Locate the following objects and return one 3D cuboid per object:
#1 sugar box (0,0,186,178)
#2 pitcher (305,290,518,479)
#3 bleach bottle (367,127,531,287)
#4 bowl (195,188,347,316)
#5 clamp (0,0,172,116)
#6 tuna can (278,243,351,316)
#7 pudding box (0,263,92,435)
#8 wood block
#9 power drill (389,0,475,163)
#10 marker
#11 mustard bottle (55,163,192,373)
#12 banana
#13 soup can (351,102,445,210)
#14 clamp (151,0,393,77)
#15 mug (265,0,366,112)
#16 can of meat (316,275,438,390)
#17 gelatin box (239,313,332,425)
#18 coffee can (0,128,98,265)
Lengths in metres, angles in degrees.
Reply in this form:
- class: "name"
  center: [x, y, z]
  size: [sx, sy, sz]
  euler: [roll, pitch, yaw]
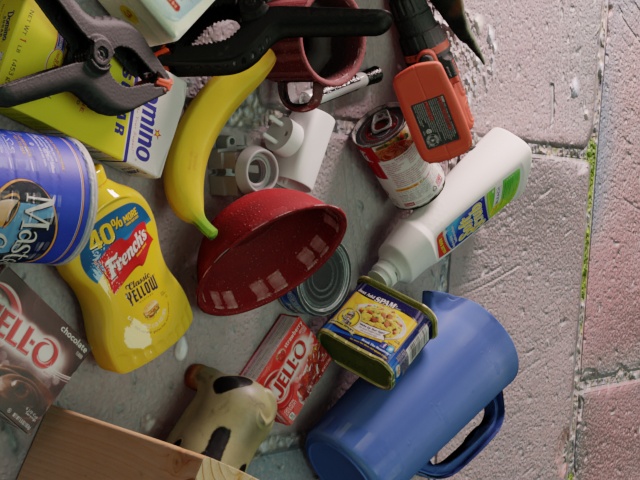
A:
- class: "sugar box"
  center: [-0.194, -0.124, 0.883]
  size: [0.176, 0.048, 0.093]
  euler: [24, 77, -44]
- class: "pitcher"
  center: [0.104, 0.186, 1.171]
  size: [0.242, 0.149, 0.145]
  euler: [-40, 155, -31]
- class: "bleach bottle"
  center: [0.144, -0.024, 1.227]
  size: [0.250, 0.068, 0.102]
  euler: [-42, 155, -28]
- class: "bowl"
  center: [-0.057, 0.001, 0.999]
  size: [0.162, 0.055, 0.162]
  euler: [-27, 155, -14]
- class: "clamp"
  center: [-0.187, -0.135, 0.825]
  size: [0.171, 0.039, 0.120]
  euler: [29, 73, -46]
- class: "tuna can"
  center: [-0.007, 0.035, 1.105]
  size: [0.085, 0.034, 0.086]
  euler: [-7, 100, -45]
- class: "pudding box"
  center: [-0.251, 0.086, 0.854]
  size: [0.090, 0.039, 0.113]
  euler: [-57, 130, -26]
- class: "wood block"
  center: [-0.146, 0.205, 0.856]
  size: [0.090, 0.207, 0.091]
  euler: [36, 68, -42]
- class: "power drill"
  center: [0.116, -0.174, 1.131]
  size: [0.184, 0.057, 0.187]
  euler: [64, 18, -18]
- class: "marker"
  center: [0.024, -0.162, 1.124]
  size: [0.120, 0.020, 0.020]
  euler: [-27, 113, -41]
- class: "mustard bottle"
  center: [-0.178, 0.010, 0.907]
  size: [0.096, 0.058, 0.191]
  euler: [-37, 120, -37]
- class: "banana"
  center: [-0.099, -0.095, 0.974]
  size: [0.037, 0.069, 0.197]
  euler: [104, 3, -72]
- class: "soup can"
  center: [0.087, -0.091, 1.162]
  size: [0.068, 0.069, 0.102]
  euler: [-56, 130, -26]
- class: "clamp"
  center: [-0.060, -0.213, 0.962]
  size: [0.210, 0.165, 0.036]
  euler: [-23, 152, -3]
- class: "mug"
  center: [-0.017, -0.182, 1.033]
  size: [0.093, 0.082, 0.117]
  euler: [-2, 96, -46]
- class: "can of meat"
  center: [0.058, 0.098, 1.121]
  size: [0.083, 0.102, 0.057]
  euler: [-48, 150, -29]
- class: "gelatin box"
  center: [-0.035, 0.132, 1.090]
  size: [0.089, 0.030, 0.073]
  euler: [-56, 130, -26]
- class: "coffee can"
  center: [-0.252, -0.034, 0.792]
  size: [0.140, 0.103, 0.103]
  euler: [3, 92, -46]
